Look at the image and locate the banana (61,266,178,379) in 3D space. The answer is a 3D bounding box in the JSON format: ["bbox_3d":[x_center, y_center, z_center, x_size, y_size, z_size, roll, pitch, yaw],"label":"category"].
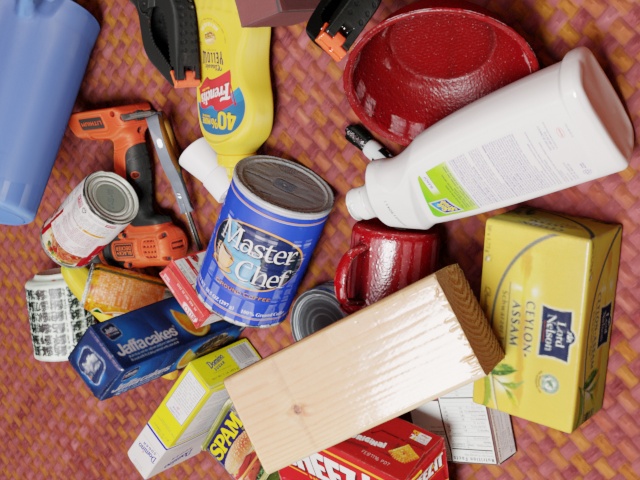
[{"bbox_3d":[-0.240,0.090,1.250,0.198,0.069,0.037,45,92,-4],"label":"banana"}]

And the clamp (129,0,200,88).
[{"bbox_3d":[-0.161,-0.252,1.074,0.165,0.036,0.210,-52,55,51],"label":"clamp"}]

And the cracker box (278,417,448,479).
[{"bbox_3d":[0.042,0.254,1.027,0.164,0.072,0.214,19,135,34],"label":"cracker box"}]

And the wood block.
[{"bbox_3d":[0.036,0.106,0.891,0.206,0.090,0.091,-28,85,20],"label":"wood block"}]

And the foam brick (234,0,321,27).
[{"bbox_3d":[-0.036,-0.231,0.995,0.051,0.078,0.053,-12,92,41],"label":"foam brick"}]

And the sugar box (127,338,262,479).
[{"bbox_3d":[-0.139,0.187,1.182,0.048,0.093,0.176,51,127,17],"label":"sugar box"}]

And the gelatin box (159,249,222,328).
[{"bbox_3d":[-0.115,0.047,1.126,0.073,0.089,0.030,53,128,14],"label":"gelatin box"}]

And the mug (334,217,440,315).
[{"bbox_3d":[0.057,0.027,0.969,0.093,0.117,0.081,18,109,47],"label":"mug"}]

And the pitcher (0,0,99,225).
[{"bbox_3d":[-0.334,-0.142,1.168,0.145,0.149,0.243,1,73,38],"label":"pitcher"}]

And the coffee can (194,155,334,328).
[{"bbox_3d":[-0.057,0.001,1.058,0.103,0.102,0.140,38,123,25],"label":"coffee can"}]

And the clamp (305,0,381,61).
[{"bbox_3d":[0.034,-0.220,0.909,0.039,0.171,0.120,32,128,-21],"label":"clamp"}]

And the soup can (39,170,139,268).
[{"bbox_3d":[-0.251,-0.023,1.158,0.102,0.068,0.068,-38,78,39],"label":"soup can"}]

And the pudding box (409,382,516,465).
[{"bbox_3d":[0.127,0.151,0.995,0.090,0.039,0.113,-6,100,39],"label":"pudding box"}]

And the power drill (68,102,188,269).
[{"bbox_3d":[-0.235,-0.058,1.218,0.185,0.057,0.187,-3,102,39],"label":"power drill"}]

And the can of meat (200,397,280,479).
[{"bbox_3d":[-0.071,0.219,1.161,0.084,0.057,0.102,43,125,19],"label":"can of meat"}]

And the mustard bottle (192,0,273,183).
[{"bbox_3d":[-0.087,-0.150,1.070,0.096,0.058,0.192,13,111,45],"label":"mustard bottle"}]

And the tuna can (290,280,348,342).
[{"bbox_3d":[0.012,0.085,1.071,0.086,0.033,0.086,12,109,36],"label":"tuna can"}]

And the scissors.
[{"bbox_3d":[-0.151,-0.056,1.166,0.016,0.096,0.202,-16,124,1],"label":"scissors"}]

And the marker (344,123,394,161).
[{"bbox_3d":[0.067,-0.068,0.995,0.121,0.020,0.020,44,125,21],"label":"marker"}]

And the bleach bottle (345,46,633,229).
[{"bbox_3d":[0.124,-0.070,0.890,0.251,0.068,0.102,-18,123,35],"label":"bleach bottle"}]

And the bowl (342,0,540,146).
[{"bbox_3d":[0.101,-0.147,0.890,0.162,0.162,0.055,-31,39,40],"label":"bowl"}]
